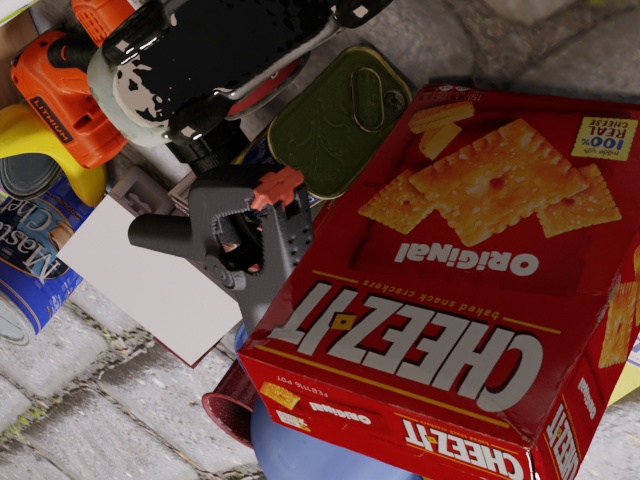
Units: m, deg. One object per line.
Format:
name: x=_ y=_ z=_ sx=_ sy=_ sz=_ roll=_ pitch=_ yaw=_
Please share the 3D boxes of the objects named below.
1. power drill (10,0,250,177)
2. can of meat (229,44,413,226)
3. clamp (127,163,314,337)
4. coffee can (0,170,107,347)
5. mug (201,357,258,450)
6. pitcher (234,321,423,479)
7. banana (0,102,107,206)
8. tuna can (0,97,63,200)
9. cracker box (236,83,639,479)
power drill: x=-0.129 y=-0.094 z=0.741 sx=0.188 sy=0.057 sz=0.184 roll=-1 pitch=127 yaw=54
can of meat: x=-0.004 y=-0.060 z=0.647 sx=0.057 sy=0.102 sz=0.084 roll=46 pitch=152 yaw=-8
clamp: x=-0.044 y=0.019 z=0.658 sx=0.164 sy=0.036 sz=0.210 roll=50 pitch=151 yaw=1
coffee can: x=-0.260 y=0.011 z=0.966 sx=0.103 sy=0.140 sz=0.103 roll=25 pitch=149 yaw=16
mug: x=-0.054 y=0.147 z=1.013 sx=0.093 sy=0.081 sz=0.117 roll=34 pitch=150 yaw=2
pitcher: x=0.034 y=0.088 z=0.753 sx=0.149 sy=0.145 sz=0.243 roll=3 pitch=147 yaw=-19
banana: x=-0.215 y=-0.071 z=0.855 sx=0.037 sy=0.070 sz=0.197 roll=43 pitch=-173 yaw=18
tuna can: x=-0.246 y=-0.079 z=0.880 sx=0.034 sy=0.086 sz=0.086 roll=24 pitch=149 yaw=22
cracker box: x=0.082 y=0.014 z=0.551 sx=0.164 sy=0.213 sz=0.072 roll=13 pitch=144 yaw=34
